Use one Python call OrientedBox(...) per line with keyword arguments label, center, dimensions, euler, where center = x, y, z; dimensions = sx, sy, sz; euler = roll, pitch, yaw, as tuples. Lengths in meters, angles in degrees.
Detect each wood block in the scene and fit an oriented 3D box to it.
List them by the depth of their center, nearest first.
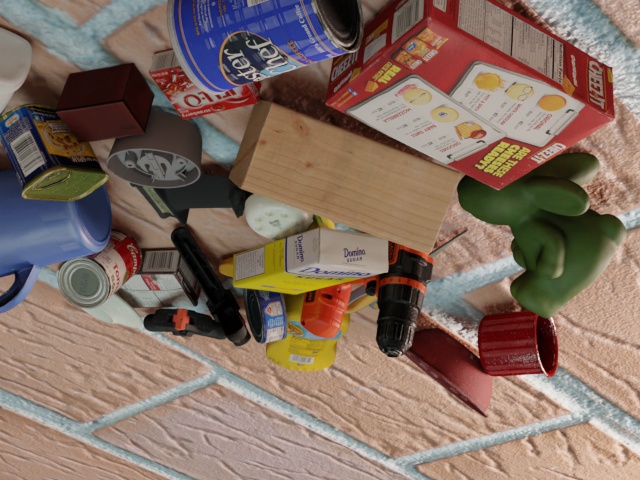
OrientedBox(label="wood block", center=(0.023, -0.066, 1.085), dimensions=(0.206, 0.090, 0.091), euler=(19, -174, -15))

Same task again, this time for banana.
OrientedBox(label="banana", center=(-0.043, 0.012, 1.298), dimensions=(0.069, 0.037, 0.198), euler=(42, 134, -18))

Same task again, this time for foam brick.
OrientedBox(label="foam brick", center=(-0.218, -0.139, 1.087), dimensions=(0.078, 0.051, 0.053), euler=(-6, 145, 18))

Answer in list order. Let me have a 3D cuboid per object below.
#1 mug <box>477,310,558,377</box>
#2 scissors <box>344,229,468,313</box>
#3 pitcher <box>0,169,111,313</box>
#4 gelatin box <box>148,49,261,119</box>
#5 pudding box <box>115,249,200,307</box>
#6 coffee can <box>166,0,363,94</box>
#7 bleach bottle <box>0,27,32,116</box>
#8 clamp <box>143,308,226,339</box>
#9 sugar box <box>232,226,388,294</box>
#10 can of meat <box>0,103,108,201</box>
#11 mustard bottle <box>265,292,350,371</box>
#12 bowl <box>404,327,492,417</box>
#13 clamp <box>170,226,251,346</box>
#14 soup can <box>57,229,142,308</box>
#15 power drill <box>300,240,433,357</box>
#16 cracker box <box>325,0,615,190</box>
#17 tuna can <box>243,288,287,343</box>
OrientedBox(label="mug", center=(0.259, 0.137, 1.386), dimensions=(0.082, 0.093, 0.117), euler=(-8, 156, 29))
OrientedBox(label="scissors", center=(0.114, 0.042, 1.324), dimensions=(0.202, 0.016, 0.096), euler=(-30, 157, 22))
OrientedBox(label="pitcher", center=(-0.367, -0.008, 1.217), dimensions=(0.243, 0.145, 0.149), euler=(-10, 120, 13))
OrientedBox(label="gelatin box", center=(-0.113, -0.159, 1.056), dimensions=(0.089, 0.030, 0.073), euler=(-8, 144, 22))
OrientedBox(label="pudding box", center=(-0.222, 0.051, 1.382), dimensions=(0.114, 0.039, 0.090), euler=(0, 148, 15))
OrientedBox(label="coffee can", center=(-0.047, -0.194, 0.928), dimensions=(0.140, 0.102, 0.102), euler=(-13, 142, 26))
OrientedBox(label="bleach bottle", center=(-0.382, -0.132, 1.117), dimensions=(0.102, 0.068, 0.251), euler=(21, 146, -18))
OrientedBox(label="clamp", center=(-0.191, 0.110, 1.422), dimensions=(0.120, 0.039, 0.171), euler=(0, 168, 4))
OrientedBox(label="sugar box", center=(-0.014, 0.025, 1.180), dimensions=(0.093, 0.048, 0.177), euler=(8, 168, -33))
OrientedBox(label="can of meat", center=(-0.279, -0.091, 1.103), dimensions=(0.057, 0.084, 0.102), euler=(-32, 167, 21))
OrientedBox(label="mustard bottle", center=(-0.012, 0.108, 1.410), dimensions=(0.096, 0.058, 0.192), euler=(10, 146, -7))
OrientedBox(label="bowl", center=(0.175, 0.166, 1.427), dimensions=(0.162, 0.055, 0.162), euler=(39, 176, 3))
OrientedBox(label="clamp", center=(-0.130, 0.073, 1.355), dimensions=(0.036, 0.164, 0.210), euler=(-29, 165, -5))
OrientedBox(label="soup can", center=(-0.265, 0.033, 1.285), dimensions=(0.068, 0.102, 0.068), euler=(4, 109, 12))
OrientedBox(label="power drill", center=(0.054, 0.060, 1.234), dimensions=(0.057, 0.184, 0.188), euler=(28, 150, -28))
OrientedBox(label="cracker box", center=(0.138, -0.145, 0.993), dimensions=(0.213, 0.072, 0.164), euler=(23, 148, -24))
OrientedBox(label="tuna can", center=(-0.071, 0.088, 1.361), dimensions=(0.033, 0.086, 0.086), euler=(-11, 150, -17))
